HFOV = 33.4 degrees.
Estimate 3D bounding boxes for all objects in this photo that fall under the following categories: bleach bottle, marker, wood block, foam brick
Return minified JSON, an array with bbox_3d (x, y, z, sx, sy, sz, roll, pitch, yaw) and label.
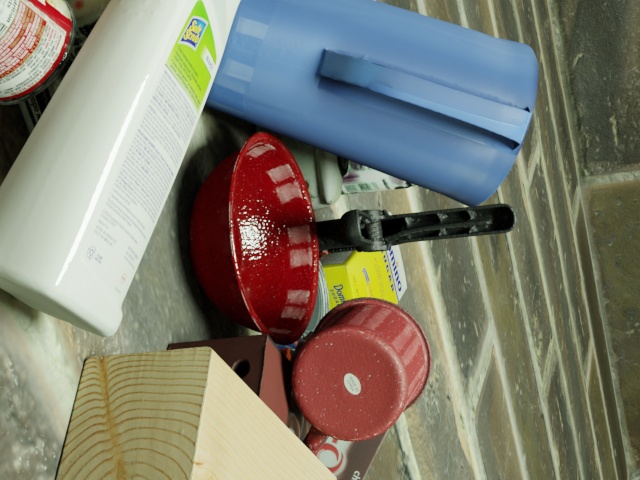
[{"bbox_3d":[-0.096,-0.079,0.578,0.102,0.068,0.250,68,44,-70],"label":"bleach bottle"},{"bbox_3d":[-0.155,-0.048,0.621,0.020,0.020,0.121,-56,136,-59],"label":"marker"},{"bbox_3d":[-0.070,0.158,0.685,0.206,0.090,0.091,55,35,-50],"label":"wood block"},{"bbox_3d":[-0.064,0.101,0.732,0.051,0.078,0.053,55,33,-50],"label":"foam brick"}]

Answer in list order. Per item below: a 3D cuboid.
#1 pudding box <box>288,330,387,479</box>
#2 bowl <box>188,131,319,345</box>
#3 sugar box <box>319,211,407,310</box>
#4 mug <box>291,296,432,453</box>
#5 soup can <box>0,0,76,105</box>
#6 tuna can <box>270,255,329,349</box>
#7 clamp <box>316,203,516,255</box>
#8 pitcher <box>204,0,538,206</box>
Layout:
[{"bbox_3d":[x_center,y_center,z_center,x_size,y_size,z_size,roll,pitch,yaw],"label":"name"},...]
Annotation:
[{"bbox_3d":[0.006,0.139,0.826,0.113,0.090,0.039,-66,170,14],"label":"pudding box"},{"bbox_3d":[-0.055,0.001,0.812,0.162,0.055,0.162,-6,90,-69],"label":"bowl"},{"bbox_3d":[0.042,0.039,1.067,0.176,0.048,0.093,-45,126,-62],"label":"sugar box"},{"bbox_3d":[0.021,0.102,0.755,0.117,0.093,0.081,-55,173,13],"label":"mug"},{"bbox_3d":[-0.176,-0.118,0.518,0.102,0.069,0.068,41,46,-60],"label":"soup can"},{"bbox_3d":[-0.023,0.051,0.912,0.086,0.034,0.086,-6,90,-69],"label":"tuna can"},{"bbox_3d":[0.039,-0.008,0.915,0.164,0.210,0.036,-1,86,-36],"label":"clamp"},{"bbox_3d":[0.034,-0.120,0.800,0.149,0.242,0.145,124,-23,-50],"label":"pitcher"}]
